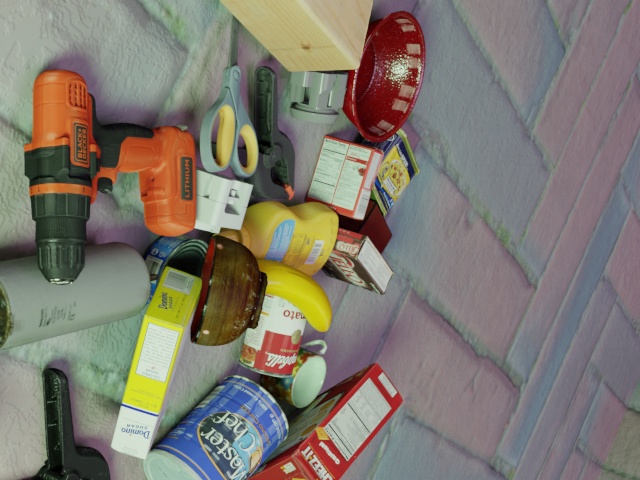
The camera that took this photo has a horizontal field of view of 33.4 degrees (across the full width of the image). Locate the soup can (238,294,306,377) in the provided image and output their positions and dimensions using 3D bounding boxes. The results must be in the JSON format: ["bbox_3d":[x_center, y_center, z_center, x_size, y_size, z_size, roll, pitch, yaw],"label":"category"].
[{"bbox_3d":[-0.054,0.105,1.283,0.068,0.069,0.102,6,100,-58],"label":"soup can"}]

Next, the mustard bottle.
[{"bbox_3d":[-0.058,0.001,1.225,0.191,0.058,0.096,0,122,-57],"label":"mustard bottle"}]

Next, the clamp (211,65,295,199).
[{"bbox_3d":[-0.061,-0.109,1.183,0.120,0.039,0.171,-58,153,-12],"label":"clamp"}]

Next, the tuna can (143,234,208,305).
[{"bbox_3d":[-0.152,0.035,1.125,0.086,0.034,0.086,-32,132,-45],"label":"tuna can"}]

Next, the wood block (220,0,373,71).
[{"bbox_3d":[-0.034,-0.258,1.078,0.205,0.091,0.090,38,59,-57],"label":"wood block"}]

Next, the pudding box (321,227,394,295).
[{"bbox_3d":[0.033,0.021,1.348,0.039,0.090,0.113,-63,148,-13],"label":"pudding box"}]

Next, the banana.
[{"bbox_3d":[-0.043,0.058,1.200,0.197,0.037,0.070,20,126,-44],"label":"banana"}]

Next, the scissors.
[{"bbox_3d":[-0.082,-0.150,1.088,0.096,0.016,0.201,46,48,-49],"label":"scissors"}]

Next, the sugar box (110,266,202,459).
[{"bbox_3d":[-0.166,0.124,1.071,0.093,0.048,0.176,-77,-172,-60],"label":"sugar box"}]

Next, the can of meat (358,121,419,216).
[{"bbox_3d":[0.076,-0.091,1.386,0.084,0.058,0.102,-54,144,-20],"label":"can of meat"}]

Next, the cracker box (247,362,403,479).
[{"bbox_3d":[-0.011,0.257,1.321,0.072,0.164,0.213,52,40,-2],"label":"cracker box"}]

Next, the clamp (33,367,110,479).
[{"bbox_3d":[-0.270,0.243,1.056,0.164,0.036,0.210,-53,145,-27],"label":"clamp"}]

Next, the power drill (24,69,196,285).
[{"bbox_3d":[-0.187,-0.049,0.964,0.187,0.057,0.184,10,78,-61],"label":"power drill"}]

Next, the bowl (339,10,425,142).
[{"bbox_3d":[0.065,-0.204,1.307,0.161,0.055,0.162,-32,132,-45],"label":"bowl"}]

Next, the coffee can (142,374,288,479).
[{"bbox_3d":[-0.118,0.237,1.221,0.140,0.103,0.103,-43,139,-37],"label":"coffee can"}]

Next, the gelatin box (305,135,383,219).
[{"bbox_3d":[0.029,-0.077,1.305,0.030,0.073,0.089,13,94,-59],"label":"gelatin box"}]

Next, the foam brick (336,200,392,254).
[{"bbox_3d":[0.052,-0.015,1.393,0.051,0.053,0.078,-57,146,-20],"label":"foam brick"}]
